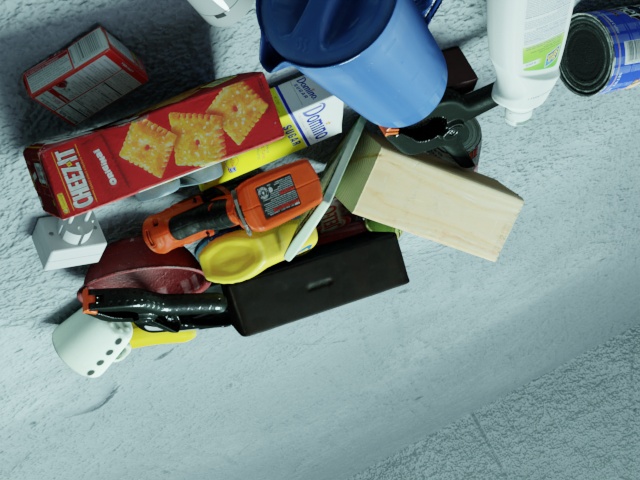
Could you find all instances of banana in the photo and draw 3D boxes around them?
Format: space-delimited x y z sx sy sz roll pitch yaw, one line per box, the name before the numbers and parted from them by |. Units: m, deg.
banana | -0.245 0.138 1.527 0.197 0.037 0.070 1 144 -48

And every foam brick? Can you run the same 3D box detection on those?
foam brick | 0.142 -0.180 1.253 0.053 0.051 0.078 -18 156 -19

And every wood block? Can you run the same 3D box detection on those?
wood block | 0.132 -0.056 1.318 0.205 0.091 0.090 18 104 -22

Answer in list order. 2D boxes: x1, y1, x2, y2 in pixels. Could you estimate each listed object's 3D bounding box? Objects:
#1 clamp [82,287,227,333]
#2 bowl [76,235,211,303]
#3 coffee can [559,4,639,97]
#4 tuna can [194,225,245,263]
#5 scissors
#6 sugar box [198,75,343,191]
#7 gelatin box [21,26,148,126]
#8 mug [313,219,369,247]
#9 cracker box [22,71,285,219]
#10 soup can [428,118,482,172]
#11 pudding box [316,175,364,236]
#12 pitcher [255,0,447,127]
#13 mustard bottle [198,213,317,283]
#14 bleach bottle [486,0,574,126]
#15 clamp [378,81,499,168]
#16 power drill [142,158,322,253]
clamp | -0.211 0.084 1.287 0.171 0.039 0.120 8 151 -29
bowl | -0.215 0.035 1.288 0.162 0.055 0.162 -9 162 -3
coffee can | 0.375 -0.237 1.317 0.140 0.103 0.103 -14 154 -28
tuna can | -0.121 0.016 1.407 0.086 0.034 0.086 -23 157 -10
scissors | -0.186 -0.051 1.076 0.202 0.016 0.096 -9 -167 36
sugar box | -0.061 -0.121 1.165 0.176 0.048 0.093 -22 159 -8
gelatin box | -0.213 -0.148 0.967 0.089 0.030 0.073 -29 158 11
mug | 0.020 0.019 1.515 0.081 0.093 0.117 -12 -170 -21
cracker box | -0.161 -0.091 0.998 0.213 0.072 0.164 -22 -169 -17
soup can | 0.176 -0.118 1.400 0.068 0.068 0.102 -24 157 -6
pudding box | 0.015 -0.050 1.406 0.090 0.039 0.113 -22 156 -8
pitcher | 0.052 -0.199 1.031 0.149 0.145 0.242 2 170 21
mustard bottle | -0.058 0.002 1.300 0.096 0.058 0.191 -19 -178 31
bleach bottle | 0.214 -0.225 1.120 0.102 0.068 0.251 -21 137 -19
clamp | 0.145 -0.132 1.238 0.209 0.036 0.165 -12 148 -32
power drill | -0.084 -0.042 1.191 0.184 0.057 0.188 -29 -170 -38
